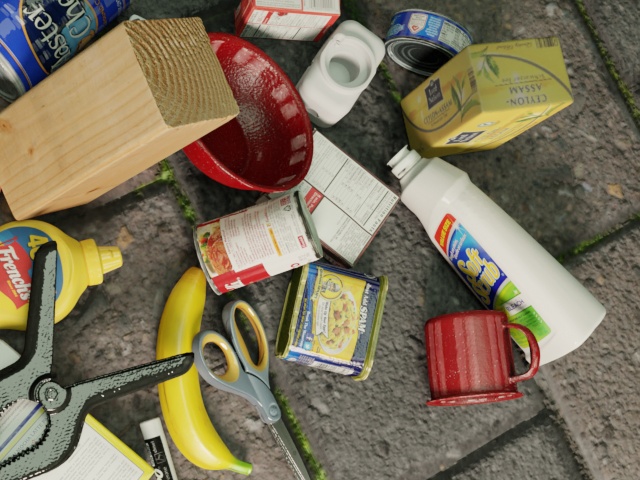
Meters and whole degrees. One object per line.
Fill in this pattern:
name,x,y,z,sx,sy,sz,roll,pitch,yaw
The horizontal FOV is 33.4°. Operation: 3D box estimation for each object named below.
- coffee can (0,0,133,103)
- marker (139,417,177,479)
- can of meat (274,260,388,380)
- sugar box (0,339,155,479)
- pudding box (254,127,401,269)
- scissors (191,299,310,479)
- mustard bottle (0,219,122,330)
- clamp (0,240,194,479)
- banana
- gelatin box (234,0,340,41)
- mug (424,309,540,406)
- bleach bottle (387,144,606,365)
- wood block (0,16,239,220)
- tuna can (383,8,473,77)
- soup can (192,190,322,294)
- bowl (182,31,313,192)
coffee can,-0.252,-0.205,0.948,0.103,0.103,0.140,45,71,-5
marker,-0.136,0.219,0.955,0.020,0.020,0.121,-16,86,-19
can of meat,0.009,0.073,1.006,0.084,0.057,0.102,15,77,-13
sugar box,-0.240,0.177,0.918,0.176,0.048,0.093,42,71,-3
pudding box,0.008,-0.039,1.034,0.113,0.039,0.090,39,72,-9
scissors,-0.062,0.154,0.974,0.096,0.016,0.202,-11,83,-48
mustard bottle,-0.268,0.033,0.926,0.191,0.058,0.096,-12,77,-19
clamp,-0.230,0.116,0.886,0.209,0.036,0.164,-46,100,-17
banana,-0.117,0.125,0.971,0.069,0.037,0.198,-10,85,-42
gelatin box,-0.033,-0.221,1.034,0.089,0.073,0.030,1,79,-16
mug,0.153,0.111,1.016,0.093,0.117,0.081,13,68,-52
bleach bottle,0.160,0.008,1.050,0.251,0.103,0.068,46,64,1
wood block,-0.180,-0.099,0.889,0.090,0.207,0.090,-21,87,-53
tuna can,0.107,-0.195,1.065,0.086,0.086,0.033,22,77,-13
soup can,-0.056,0.001,0.972,0.102,0.068,0.068,-19,86,6
bowl,-0.082,-0.107,0.977,0.161,0.055,0.162,26,49,-36
